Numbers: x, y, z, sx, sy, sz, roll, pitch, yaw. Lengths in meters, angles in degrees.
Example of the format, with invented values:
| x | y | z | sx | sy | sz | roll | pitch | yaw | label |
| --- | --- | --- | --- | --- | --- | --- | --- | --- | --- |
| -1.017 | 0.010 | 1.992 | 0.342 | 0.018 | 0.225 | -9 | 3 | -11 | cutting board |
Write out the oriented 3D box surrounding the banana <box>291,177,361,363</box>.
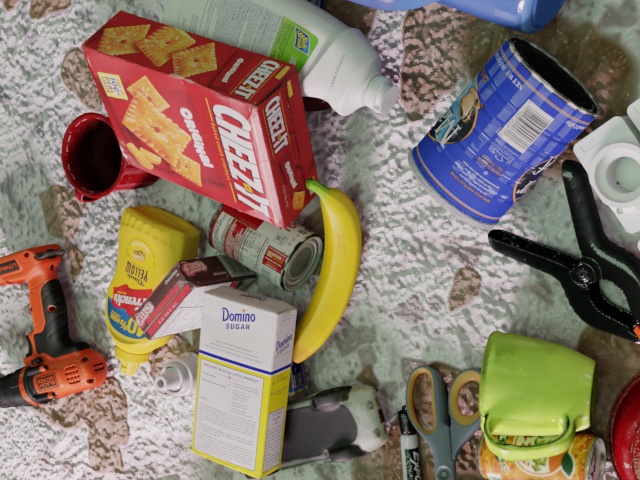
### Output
| x | y | z | sx | sy | sz | roll | pitch | yaw | label |
| --- | --- | --- | --- | --- | --- | --- | --- | --- | --- |
| 0.007 | 0.029 | 1.071 | 0.037 | 0.069 | 0.198 | -134 | 46 | -63 | banana |

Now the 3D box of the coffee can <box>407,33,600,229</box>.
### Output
| x | y | z | sx | sy | sz | roll | pitch | yaw | label |
| --- | --- | --- | --- | --- | --- | --- | --- | --- | --- |
| 0.159 | -0.094 | 0.937 | 0.103 | 0.102 | 0.140 | 49 | 117 | 17 | coffee can |

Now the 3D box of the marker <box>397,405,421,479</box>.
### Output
| x | y | z | sx | sy | sz | roll | pitch | yaw | label |
| --- | --- | --- | --- | --- | --- | --- | --- | --- | --- |
| 0.091 | 0.225 | 1.069 | 0.020 | 0.020 | 0.121 | -2 | 96 | 31 | marker |

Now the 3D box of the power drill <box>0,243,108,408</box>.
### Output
| x | y | z | sx | sy | sz | roll | pitch | yaw | label |
| --- | --- | --- | --- | --- | --- | --- | --- | --- | --- |
| -0.355 | 0.108 | 1.306 | 0.185 | 0.057 | 0.187 | -17 | 90 | 28 | power drill |

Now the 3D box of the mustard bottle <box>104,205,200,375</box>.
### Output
| x | y | z | sx | sy | sz | roll | pitch | yaw | label |
| --- | --- | --- | --- | --- | --- | --- | --- | --- | --- |
| -0.197 | 0.063 | 1.202 | 0.096 | 0.058 | 0.192 | 24 | 109 | 28 | mustard bottle |

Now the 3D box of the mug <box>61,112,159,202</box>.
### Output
| x | y | z | sx | sy | sz | roll | pitch | yaw | label |
| --- | --- | --- | --- | --- | --- | --- | --- | --- | --- |
| -0.232 | -0.087 | 1.189 | 0.093 | 0.081 | 0.117 | 45 | 116 | 19 | mug |

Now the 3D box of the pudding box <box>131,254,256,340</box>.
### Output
| x | y | z | sx | sy | sz | roll | pitch | yaw | label |
| --- | --- | --- | --- | --- | --- | --- | --- | --- | --- |
| -0.132 | 0.058 | 1.128 | 0.090 | 0.113 | 0.039 | -46 | 69 | 27 | pudding box |

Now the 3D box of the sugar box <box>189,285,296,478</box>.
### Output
| x | y | z | sx | sy | sz | roll | pitch | yaw | label |
| --- | --- | --- | --- | --- | --- | --- | --- | --- | --- |
| -0.079 | 0.142 | 1.082 | 0.093 | 0.048 | 0.176 | 14 | 103 | 29 | sugar box |

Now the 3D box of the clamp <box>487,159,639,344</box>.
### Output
| x | y | z | sx | sy | sz | roll | pitch | yaw | label |
| --- | --- | --- | --- | --- | --- | --- | --- | --- | --- |
| 0.237 | 0.014 | 0.932 | 0.171 | 0.039 | 0.120 | 41 | 136 | 13 | clamp |

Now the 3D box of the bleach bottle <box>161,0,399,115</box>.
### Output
| x | y | z | sx | sy | sz | roll | pitch | yaw | label |
| --- | --- | --- | --- | --- | --- | --- | --- | --- | --- |
| -0.036 | -0.180 | 1.005 | 0.251 | 0.067 | 0.103 | 33 | 121 | 24 | bleach bottle |

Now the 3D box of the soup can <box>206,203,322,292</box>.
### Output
| x | y | z | sx | sy | sz | roll | pitch | yaw | label |
| --- | --- | --- | --- | --- | --- | --- | --- | --- | --- |
| -0.057 | 0.001 | 1.102 | 0.102 | 0.068 | 0.068 | 30 | 111 | 24 | soup can |

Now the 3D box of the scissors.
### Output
| x | y | z | sx | sy | sz | roll | pitch | yaw | label |
| --- | --- | --- | --- | --- | --- | --- | --- | --- | --- |
| 0.134 | 0.208 | 1.007 | 0.096 | 0.016 | 0.202 | -25 | 63 | 21 | scissors |

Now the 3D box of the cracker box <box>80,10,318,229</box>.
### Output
| x | y | z | sx | sy | sz | roll | pitch | yaw | label |
| --- | --- | --- | --- | --- | --- | --- | --- | --- | --- |
| -0.115 | -0.117 | 1.037 | 0.214 | 0.072 | 0.164 | 23 | 147 | 28 | cracker box |
